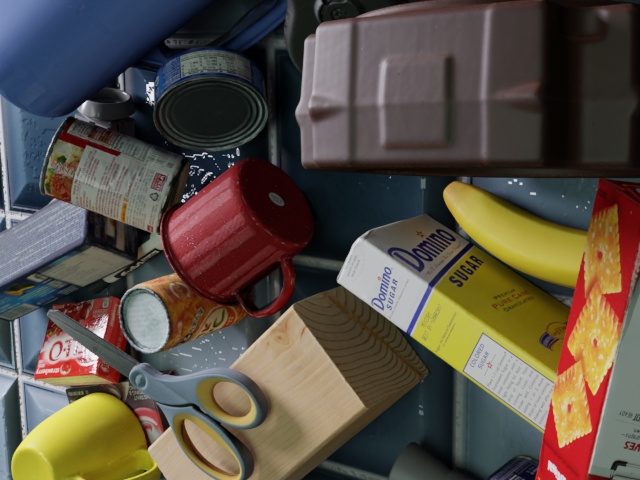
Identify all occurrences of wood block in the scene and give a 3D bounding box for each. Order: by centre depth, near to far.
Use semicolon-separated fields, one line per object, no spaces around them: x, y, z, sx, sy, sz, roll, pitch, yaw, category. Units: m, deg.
-0.029;0.131;0.816;0.206;0.090;0.091;-46;73;34;wood block

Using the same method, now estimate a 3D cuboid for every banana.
0.167;-0.002;0.675;0.198;0.037;0.069;2;88;36;banana

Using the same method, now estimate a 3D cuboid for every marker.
-0.169;0.018;0.938;0.121;0.020;0.020;-30;82;37;marker

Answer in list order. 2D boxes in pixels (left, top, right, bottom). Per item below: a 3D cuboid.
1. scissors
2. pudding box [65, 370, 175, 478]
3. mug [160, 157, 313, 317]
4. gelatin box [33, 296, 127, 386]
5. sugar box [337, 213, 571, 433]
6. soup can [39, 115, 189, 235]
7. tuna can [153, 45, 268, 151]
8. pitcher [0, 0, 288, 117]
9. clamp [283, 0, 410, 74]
-0.116;0.094;0.788;0.202;0.016;0.096;45;119;10;scissors
-0.171;0.167;0.961;0.114;0.039;0.090;-11;94;38;pudding box
-0.055;0.001;0.804;0.082;0.093;0.117;-35;68;32;mug
-0.213;0.092;0.960;0.089;0.030;0.073;-9;63;38;gelatin box
0.107;0.049;0.693;0.176;0.093;0.048;37;119;24;sugar box
-0.163;-0.051;0.855;0.102;0.068;0.069;20;115;-1;soup can
-0.083;-0.106;0.802;0.086;0.086;0.034;-35;48;37;tuna can
-0.141;-0.190;0.785;0.243;0.144;0.149;-34;74;29;pitcher
0.023;-0.160;0.683;0.165;0.036;0.210;-6;133;24;clamp
